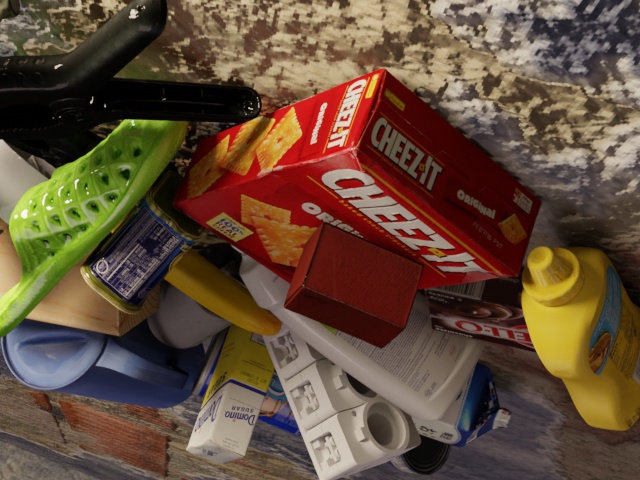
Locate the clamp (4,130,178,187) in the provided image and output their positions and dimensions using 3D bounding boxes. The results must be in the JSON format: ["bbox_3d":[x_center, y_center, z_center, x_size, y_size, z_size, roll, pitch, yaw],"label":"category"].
[{"bbox_3d":[-0.202,-0.079,0.885,0.120,0.039,0.171,-9,150,39],"label":"clamp"}]

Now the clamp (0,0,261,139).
[{"bbox_3d":[-0.151,-0.096,0.703,0.210,0.036,0.164,-11,162,22],"label":"clamp"}]

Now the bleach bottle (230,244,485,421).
[{"bbox_3d":[0.025,0.053,0.927,0.250,0.102,0.068,38,162,-21],"label":"bleach bottle"}]

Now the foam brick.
[{"bbox_3d":[0.023,0.031,0.732,0.078,0.051,0.053,24,155,-8],"label":"foam brick"}]

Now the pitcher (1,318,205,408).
[{"bbox_3d":[-0.220,0.122,1.186,0.145,0.149,0.242,-26,155,15],"label":"pitcher"}]

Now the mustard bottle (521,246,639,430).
[{"bbox_3d":[0.192,0.060,0.775,0.058,0.096,0.191,4,152,36],"label":"mustard bottle"}]

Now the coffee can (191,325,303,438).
[{"bbox_3d":[-0.058,0.147,1.176,0.140,0.102,0.103,24,157,-6],"label":"coffee can"}]

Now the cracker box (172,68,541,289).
[{"bbox_3d":[0.020,-0.026,0.766,0.164,0.072,0.214,35,153,-30],"label":"cracker box"}]

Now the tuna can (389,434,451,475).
[{"bbox_3d":[0.111,0.224,1.224,0.086,0.086,0.034,36,154,-32],"label":"tuna can"}]

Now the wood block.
[{"bbox_3d":[-0.265,0.021,1.028,0.206,0.090,0.090,9,-163,15],"label":"wood block"}]

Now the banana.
[{"bbox_3d":[-0.120,0.023,0.933,0.197,0.037,0.070,38,174,-8],"label":"banana"}]

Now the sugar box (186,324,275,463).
[{"bbox_3d":[-0.076,0.127,1.053,0.048,0.176,0.093,26,157,-12],"label":"sugar box"}]

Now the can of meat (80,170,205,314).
[{"bbox_3d":[-0.133,-0.002,0.841,0.057,0.084,0.102,40,-163,-9],"label":"can of meat"}]

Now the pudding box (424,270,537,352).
[{"bbox_3d":[0.146,0.054,0.876,0.114,0.039,0.090,14,156,17],"label":"pudding box"}]
